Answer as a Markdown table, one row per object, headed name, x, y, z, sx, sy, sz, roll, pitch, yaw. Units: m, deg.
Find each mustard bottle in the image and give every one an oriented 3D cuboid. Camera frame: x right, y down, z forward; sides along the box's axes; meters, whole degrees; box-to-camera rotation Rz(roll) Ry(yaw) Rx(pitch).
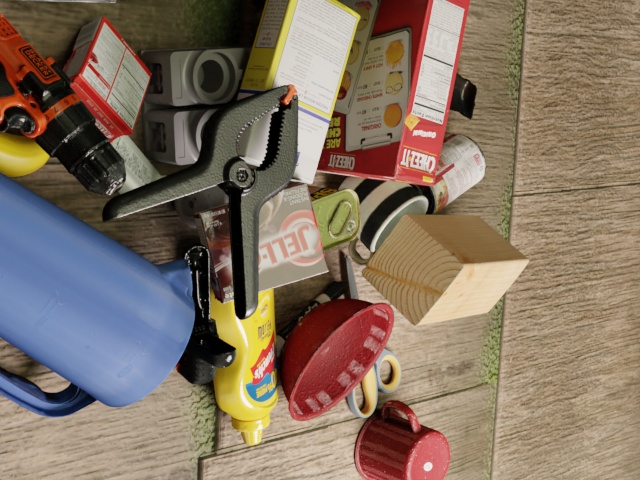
| name | x | y | z | sx | sy | sz | roll | pitch | yaw |
| --- | --- | --- | --- | --- | --- | --- | --- | --- | --- |
| mustard bottle | -0.078 | 0.121 | 1.104 | 0.096 | 0.058 | 0.192 | -38 | 128 | -64 |

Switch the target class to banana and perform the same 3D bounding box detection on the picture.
| name | x | y | z | sx | sy | sz | roll | pitch | yaw |
| --- | --- | --- | --- | --- | --- | --- | --- | --- | --- |
| banana | -0.296 | -0.100 | 0.877 | 0.197 | 0.037 | 0.069 | 31 | 47 | -46 |

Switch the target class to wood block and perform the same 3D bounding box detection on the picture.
| name | x | y | z | sx | sy | sz | roll | pitch | yaw |
| --- | --- | --- | --- | --- | --- | --- | --- | --- | --- |
| wood block | 0.148 | 0.031 | 1.228 | 0.090 | 0.091 | 0.205 | -54 | 157 | 20 |

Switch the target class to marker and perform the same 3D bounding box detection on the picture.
| name | x | y | z | sx | sy | sz | roll | pitch | yaw |
| --- | --- | --- | --- | --- | --- | --- | --- | --- | --- |
| marker | -0.014 | 0.085 | 1.189 | 0.121 | 0.020 | 0.020 | -42 | 124 | -29 |

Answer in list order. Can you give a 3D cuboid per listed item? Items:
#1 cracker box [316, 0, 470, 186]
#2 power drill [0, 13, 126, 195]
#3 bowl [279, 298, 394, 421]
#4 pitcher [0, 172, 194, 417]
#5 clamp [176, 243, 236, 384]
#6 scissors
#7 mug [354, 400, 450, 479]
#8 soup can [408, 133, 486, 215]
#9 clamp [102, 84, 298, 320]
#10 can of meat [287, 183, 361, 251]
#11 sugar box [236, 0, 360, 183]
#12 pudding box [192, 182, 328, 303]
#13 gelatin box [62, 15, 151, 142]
| name | x | y | z | sx | sy | sz | roll | pitch | yaw |
| --- | --- | --- | --- | --- | --- | --- | --- | --- | --- |
| cracker box | 0.062 | -0.171 | 1.110 | 0.071 | 0.164 | 0.214 | 10 | 91 | -42 |
| power drill | -0.251 | -0.087 | 0.817 | 0.184 | 0.057 | 0.187 | 48 | 28 | -1 |
| bowl | 0.007 | 0.118 | 1.166 | 0.162 | 0.055 | 0.162 | -38 | 152 | -25 |
| pitcher | -0.239 | 0.042 | 0.902 | 0.242 | 0.145 | 0.149 | 38 | 51 | -37 |
| clamp | -0.118 | 0.079 | 1.018 | 0.039 | 0.172 | 0.120 | -3 | 71 | -20 |
| scissors | 0.062 | 0.111 | 1.269 | 0.096 | 0.016 | 0.202 | -10 | 105 | -44 |
| mug | 0.101 | 0.248 | 1.288 | 0.093 | 0.082 | 0.117 | -20 | 111 | -40 |
| soup can | 0.141 | -0.077 | 1.271 | 0.102 | 0.069 | 0.068 | -34 | 120 | -34 |
| clamp | -0.087 | -0.057 | 0.939 | 0.164 | 0.036 | 0.210 | 31 | 73 | -28 |
| can of meat | -0.023 | -0.022 | 1.115 | 0.101 | 0.084 | 0.057 | -22 | 113 | -39 |
| sugar box | -0.027 | -0.152 | 1.026 | 0.093 | 0.048 | 0.176 | 20 | 88 | -42 |
| pudding box | -0.057 | 0.001 | 1.021 | 0.113 | 0.039 | 0.090 | -16 | 97 | -15 |
| gelatin box | -0.190 | -0.142 | 0.944 | 0.073 | 0.030 | 0.089 | 51 | 33 | -36 |
